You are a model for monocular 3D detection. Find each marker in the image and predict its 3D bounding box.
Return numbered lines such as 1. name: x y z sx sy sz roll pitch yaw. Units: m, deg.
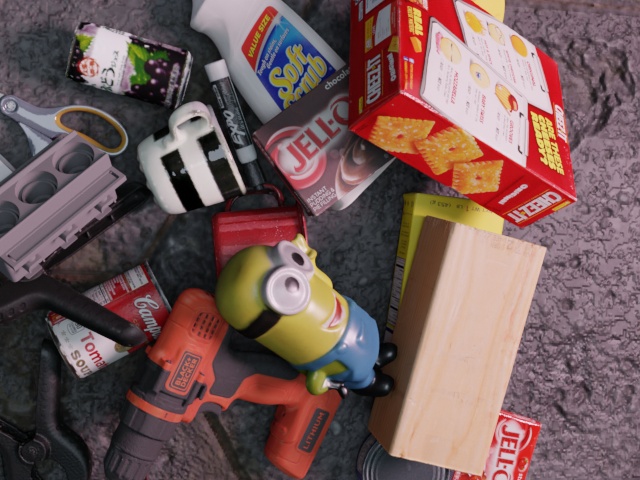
1. marker: -0.075 -0.101 0.953 0.020 0.020 0.121 -21 103 -9

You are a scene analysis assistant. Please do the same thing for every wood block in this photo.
1. wood block: 0.118 0.090 0.952 0.090 0.091 0.206 15 93 -12

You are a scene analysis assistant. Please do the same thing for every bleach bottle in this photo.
1. bleach bottle: -0.037 -0.149 0.971 0.251 0.068 0.102 45 85 -7

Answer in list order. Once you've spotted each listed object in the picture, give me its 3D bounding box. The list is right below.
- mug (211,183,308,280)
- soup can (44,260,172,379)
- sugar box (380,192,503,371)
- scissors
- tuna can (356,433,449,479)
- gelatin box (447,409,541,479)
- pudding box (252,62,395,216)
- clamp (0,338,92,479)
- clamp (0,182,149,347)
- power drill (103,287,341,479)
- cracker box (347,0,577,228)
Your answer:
1. mug: -0.056 0.001 0.967 0.081 0.093 0.117 -6 69 -6
2. soup can: -0.185 0.071 0.951 0.102 0.068 0.068 -28 98 -8
3. sugar box: 0.116 0.046 1.017 0.093 0.048 0.176 6 91 -11
4. scissors: -0.274 -0.099 0.952 0.201 0.016 0.096 15 90 -11
5. tuna can: 0.078 0.219 1.025 0.086 0.034 0.086 -1 93 -10
6. gelatin box: 0.167 0.209 1.043 0.073 0.030 0.089 18 90 -11
7. pudding box: 0.010 -0.088 0.925 0.113 0.039 0.090 -37 94 -6
8. clamp: -0.250 0.173 0.956 0.120 0.039 0.171 -33 103 10
9. clamp: -0.243 0.035 0.921 0.210 0.036 0.164 -12 54 -2
10. power drill: -0.084 0.152 0.949 0.187 0.057 0.184 25 92 -33
11. cracker box: 0.121 -0.126 0.925 0.213 0.072 0.164 27 49 -33
